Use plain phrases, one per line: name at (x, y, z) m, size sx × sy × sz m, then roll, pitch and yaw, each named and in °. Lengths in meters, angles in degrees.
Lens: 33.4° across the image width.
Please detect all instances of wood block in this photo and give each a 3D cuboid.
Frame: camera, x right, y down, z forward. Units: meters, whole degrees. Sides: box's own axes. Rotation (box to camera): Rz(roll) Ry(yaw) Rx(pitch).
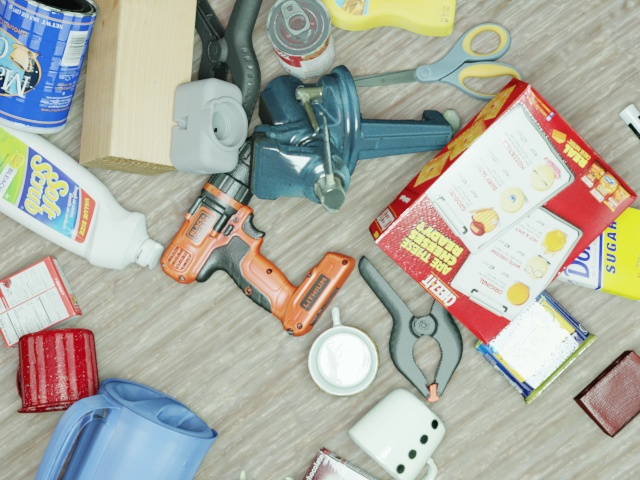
wood block at (-0.199, -0.181, 1.163) m, size 0.090 × 0.090 × 0.206 m, roll 7°, pitch 83°, yaw -34°

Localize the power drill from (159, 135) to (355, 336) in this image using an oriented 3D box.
power drill at (-0.058, 0.001, 1.163) m, size 0.188 × 0.057 × 0.184 m, roll 34°, pitch 92°, yaw 11°

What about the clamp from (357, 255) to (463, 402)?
clamp at (0.119, 0.083, 1.145) m, size 0.120 × 0.039 × 0.171 m, roll -17°, pitch 87°, yaw 9°

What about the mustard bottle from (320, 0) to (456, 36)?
mustard bottle at (0.054, -0.278, 1.178) m, size 0.191 × 0.058 × 0.096 m, roll 4°, pitch 80°, yaw 6°

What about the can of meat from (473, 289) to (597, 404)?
can of meat at (0.223, 0.107, 1.122) m, size 0.102 × 0.057 × 0.084 m, roll -45°, pitch 80°, yaw 0°

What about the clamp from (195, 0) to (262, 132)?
clamp at (-0.109, -0.214, 1.179) m, size 0.165 × 0.036 × 0.210 m, roll 12°, pitch 104°, yaw 48°

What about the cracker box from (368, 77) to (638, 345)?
cracker box at (0.180, -0.030, 1.072) m, size 0.164 × 0.072 × 0.214 m, roll 42°, pitch 99°, yaw -13°

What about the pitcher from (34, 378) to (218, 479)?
pitcher at (-0.223, 0.273, 1.108) m, size 0.149 × 0.145 × 0.243 m, roll 26°, pitch 92°, yaw -3°

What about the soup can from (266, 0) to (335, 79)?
soup can at (-0.019, -0.219, 1.157) m, size 0.068 × 0.102 × 0.068 m, roll 0°, pitch 84°, yaw 4°

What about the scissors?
scissors at (0.125, -0.202, 1.183) m, size 0.202 × 0.016 × 0.096 m, roll 9°, pitch 82°, yaw 6°

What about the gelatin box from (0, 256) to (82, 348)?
gelatin box at (-0.323, 0.070, 1.196) m, size 0.089 × 0.030 × 0.073 m, roll -27°, pitch 83°, yaw 3°

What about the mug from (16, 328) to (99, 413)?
mug at (-0.292, 0.143, 1.163) m, size 0.117 × 0.093 × 0.081 m, roll -17°, pitch 75°, yaw 39°

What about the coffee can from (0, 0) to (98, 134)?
coffee can at (-0.309, -0.200, 1.157) m, size 0.103 × 0.102 × 0.140 m, roll 25°, pitch 112°, yaw 8°

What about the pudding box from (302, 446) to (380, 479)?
pudding box at (0.012, 0.290, 1.133) m, size 0.090 × 0.039 × 0.113 m, roll 29°, pitch 88°, yaw 8°

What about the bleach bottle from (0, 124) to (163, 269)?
bleach bottle at (-0.284, -0.049, 1.189) m, size 0.251 × 0.068 × 0.102 m, roll 29°, pitch 87°, yaw 6°
